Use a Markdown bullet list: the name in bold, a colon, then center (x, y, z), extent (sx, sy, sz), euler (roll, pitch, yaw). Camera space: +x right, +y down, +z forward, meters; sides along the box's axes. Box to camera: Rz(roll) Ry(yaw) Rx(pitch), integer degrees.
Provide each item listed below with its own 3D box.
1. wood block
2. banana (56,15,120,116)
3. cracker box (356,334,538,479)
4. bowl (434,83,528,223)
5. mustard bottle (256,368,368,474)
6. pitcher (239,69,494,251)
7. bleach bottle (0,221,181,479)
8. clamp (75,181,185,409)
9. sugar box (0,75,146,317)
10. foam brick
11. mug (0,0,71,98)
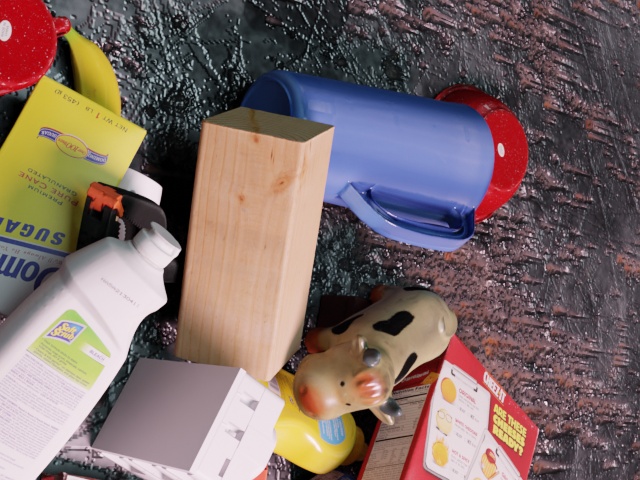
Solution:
- **wood block**: center (-0.057, 0.001, 0.904), extent (0.090, 0.090, 0.206), euler (-38, 139, -67)
- **banana**: center (-0.202, -0.080, 0.876), extent (0.069, 0.037, 0.198), euler (10, 81, -21)
- **cracker box**: center (0.119, 0.223, 1.019), extent (0.164, 0.072, 0.213), euler (48, 45, -26)
- **bowl**: center (0.185, -0.099, 1.203), extent (0.161, 0.055, 0.162), euler (2, 88, -41)
- **mustard bottle**: center (-0.022, 0.167, 0.994), extent (0.058, 0.096, 0.191), euler (-45, 129, 16)
- **pitcher**: center (0.045, -0.080, 1.026), extent (0.242, 0.149, 0.145), euler (8, 98, -38)
- **bleach bottle**: center (-0.191, 0.090, 0.776), extent (0.251, 0.068, 0.102), euler (-46, 123, 6)
- **clamp**: center (-0.158, 0.036, 0.849), extent (0.164, 0.036, 0.210), euler (-56, 159, -24)
- **sugar box**: center (-0.215, -0.028, 0.820), extent (0.093, 0.048, 0.176), euler (28, 75, -13)
- **foam brick**: center (0.030, 0.096, 1.063), extent (0.051, 0.053, 0.078), euler (19, 77, -40)
- **mug**: center (-0.243, -0.152, 0.808), extent (0.117, 0.082, 0.093), euler (-19, 102, -40)
